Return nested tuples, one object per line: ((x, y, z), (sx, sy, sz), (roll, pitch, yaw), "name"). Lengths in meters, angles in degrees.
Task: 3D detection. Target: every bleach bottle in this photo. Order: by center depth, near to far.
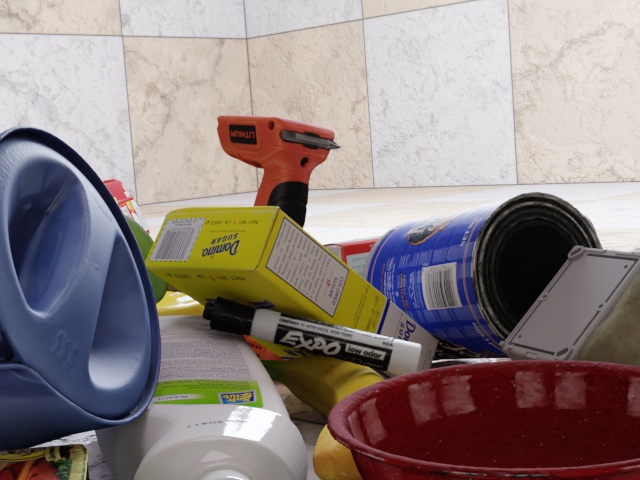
((-0.068, 0.092, 0.519), (0.102, 0.068, 0.251), (-4, 8, -11), "bleach bottle")

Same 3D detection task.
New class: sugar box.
((-0.013, 0.040, 0.647), (0.094, 0.048, 0.176), (1, -30, 41), "sugar box")

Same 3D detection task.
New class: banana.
((0.011, 0.093, 0.576), (0.069, 0.037, 0.198), (-11, 7, -12), "banana")

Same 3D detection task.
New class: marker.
((-0.006, 0.052, 0.585), (0.121, 0.020, 0.020), (13, 7, 3), "marker")

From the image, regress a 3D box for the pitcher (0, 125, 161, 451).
((-0.202, 0.049, 0.491), (0.243, 0.145, 0.149), (-20, -34, 15), "pitcher")

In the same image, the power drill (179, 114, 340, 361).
((-0.055, 0.001, 0.808), (0.057, 0.188, 0.185), (6, 2, -36), "power drill")

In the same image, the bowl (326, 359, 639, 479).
((0.085, 0.092, 0.429), (0.162, 0.055, 0.162), (-4, 6, 0), "bowl")

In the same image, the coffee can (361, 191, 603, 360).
((0.104, 0.028, 0.710), (0.102, 0.103, 0.141), (-7, -3, -27), "coffee can")
